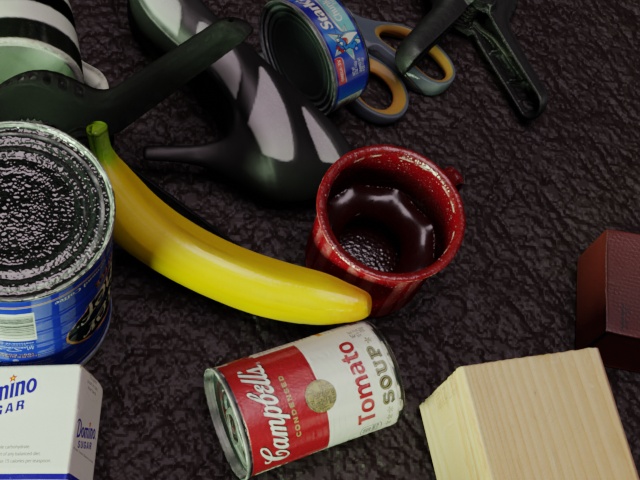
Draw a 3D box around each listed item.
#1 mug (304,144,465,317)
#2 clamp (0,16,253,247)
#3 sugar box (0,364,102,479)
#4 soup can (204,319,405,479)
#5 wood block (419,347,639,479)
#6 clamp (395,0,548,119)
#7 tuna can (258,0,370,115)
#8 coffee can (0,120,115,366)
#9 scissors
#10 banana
[{"bbox_3d":[0.044,-0.008,0.684,0.117,0.082,0.093,-38,77,-24],"label":"mug"},{"bbox_3d":[-0.136,-0.067,0.660,0.210,0.165,0.036,9,21,0],"label":"clamp"},{"bbox_3d":[-0.174,0.156,0.571,0.093,0.048,0.176,-2,62,8],"label":"sugar box"},{"bbox_3d":[-0.010,0.093,0.634,0.102,0.069,0.068,-16,69,-19],"label":"soup can"},{"bbox_3d":[0.132,0.176,0.611,0.090,0.090,0.206,-6,67,-15],"label":"wood block"},{"bbox_3d":[0.103,-0.171,0.791,0.120,0.039,0.171,12,54,-28],"label":"clamp"},{"bbox_3d":[-0.004,-0.129,0.730,0.033,0.086,0.086,-30,74,-25],"label":"tuna can"},{"bbox_3d":[-0.168,0.013,0.597,0.102,0.140,0.103,5,64,-10],"label":"coffee can"},{"bbox_3d":[0.002,-0.153,0.781,0.202,0.016,0.096,28,61,2],"label":"scissors"},{"bbox_3d":[-0.065,0.006,0.638,0.197,0.070,0.037,31,55,-11],"label":"banana"}]
